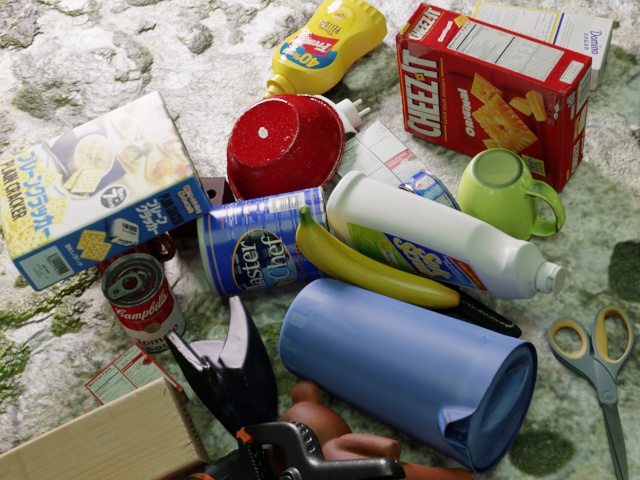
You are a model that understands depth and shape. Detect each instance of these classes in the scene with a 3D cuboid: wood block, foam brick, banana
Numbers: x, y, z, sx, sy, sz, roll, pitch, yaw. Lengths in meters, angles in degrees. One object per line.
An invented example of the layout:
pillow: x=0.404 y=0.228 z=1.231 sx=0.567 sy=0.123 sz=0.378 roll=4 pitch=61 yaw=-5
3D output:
wood block: x=-0.223 y=0.224 z=1.051 sx=0.206 sy=0.090 sz=0.091 roll=-25 pitch=74 yaw=-4
foam brick: x=-0.146 y=-0.039 z=1.268 sx=0.078 sy=0.051 sz=0.053 roll=-2 pitch=55 yaw=9
banana: x=0.049 y=0.030 z=1.116 sx=0.197 sy=0.070 sz=0.037 roll=28 pitch=68 yaw=-12

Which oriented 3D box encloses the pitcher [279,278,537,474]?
pitcher: x=0.088 y=0.122 z=1.066 sx=0.243 sy=0.149 sz=0.145 roll=21 pitch=70 yaw=31

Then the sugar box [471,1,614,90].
sugar box: x=0.271 y=-0.245 z=1.342 sx=0.176 sy=0.048 sz=0.093 roll=14 pitch=58 yaw=16

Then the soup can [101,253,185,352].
soup can: x=-0.192 y=0.070 z=1.167 sx=0.068 sy=0.102 sz=0.068 roll=-5 pitch=54 yaw=7

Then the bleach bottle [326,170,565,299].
bleach bottle: x=0.131 y=0.003 z=1.103 sx=0.251 sy=0.102 sz=0.068 roll=18 pitch=62 yaw=34

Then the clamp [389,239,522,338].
clamp: x=0.146 y=0.042 z=1.162 sx=0.172 sy=0.039 sz=0.120 roll=11 pitch=54 yaw=18

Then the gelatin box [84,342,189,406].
gelatin box: x=-0.197 y=0.163 z=1.147 sx=0.073 sy=0.030 sz=0.089 roll=-42 pitch=58 yaw=-17

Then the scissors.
scissors: x=0.270 y=0.150 z=1.075 sx=0.096 sy=0.016 sz=0.201 roll=6 pitch=56 yaw=17

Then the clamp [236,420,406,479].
clamp: x=-0.019 y=0.234 z=0.954 sx=0.210 sy=0.036 sz=0.164 roll=25 pitch=94 yaw=52

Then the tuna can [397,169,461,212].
tuna can: x=0.122 y=-0.035 z=1.193 sx=0.033 sy=0.086 sz=0.086 roll=-34 pitch=56 yaw=-12

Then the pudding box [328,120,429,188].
pudding box: x=0.067 y=-0.080 z=1.266 sx=0.090 sy=0.039 sz=0.114 roll=-34 pitch=53 yaw=-11

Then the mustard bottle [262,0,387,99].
mustard bottle: x=-0.006 y=-0.238 z=1.381 sx=0.096 sy=0.058 sz=0.191 roll=32 pitch=66 yaw=28

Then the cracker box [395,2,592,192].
cracker box: x=0.195 y=-0.163 z=1.222 sx=0.214 sy=0.164 sz=0.072 roll=24 pitch=60 yaw=25

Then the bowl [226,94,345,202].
bowl: x=-0.054 y=-0.117 z=1.275 sx=0.162 sy=0.055 sz=0.162 roll=-12 pitch=61 yaw=23

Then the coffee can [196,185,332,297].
coffee can: x=-0.058 y=0.001 z=1.191 sx=0.140 sy=0.103 sz=0.103 roll=-10 pitch=53 yaw=3

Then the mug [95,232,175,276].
mug: x=-0.221 y=-0.001 z=1.236 sx=0.117 sy=0.081 sz=0.093 roll=9 pitch=57 yaw=17
